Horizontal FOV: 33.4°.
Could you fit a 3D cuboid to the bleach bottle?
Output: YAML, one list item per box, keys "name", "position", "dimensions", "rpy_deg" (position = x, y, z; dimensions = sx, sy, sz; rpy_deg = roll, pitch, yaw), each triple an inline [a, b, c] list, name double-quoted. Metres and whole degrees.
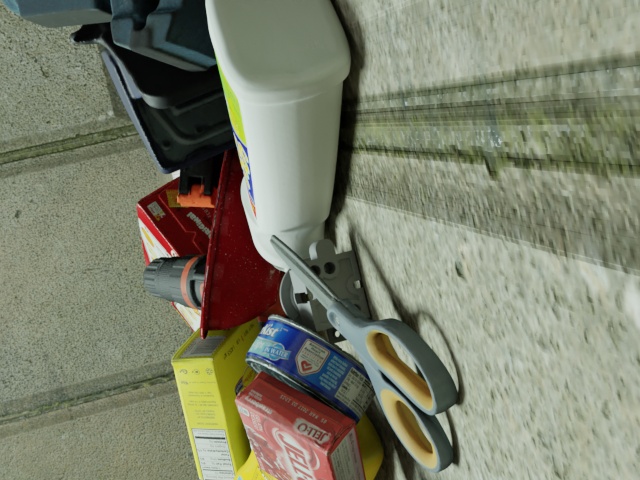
- name: "bleach bottle"
  position: [-0.023, -0.051, 0.669]
  dimensions: [0.251, 0.068, 0.102]
  rpy_deg: [88, 165, -56]

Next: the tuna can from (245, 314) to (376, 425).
- name: "tuna can"
  position: [-0.005, 0.085, 0.688]
  dimensions: [0.086, 0.033, 0.086]
  rpy_deg: [30, 166, 8]

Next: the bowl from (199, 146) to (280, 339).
- name: "bowl"
  position: [-0.055, 0.001, 0.838]
  dimensions: [0.162, 0.055, 0.162]
  rpy_deg: [-174, 92, -88]

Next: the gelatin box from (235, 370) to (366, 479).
- name: "gelatin box"
  position: [-0.011, 0.130, 0.670]
  dimensions: [0.073, 0.030, 0.089]
  rpy_deg: [26, 148, 29]

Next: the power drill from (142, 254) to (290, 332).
- name: "power drill"
  position: [-0.080, 0.101, 0.979]
  dimensions: [0.185, 0.057, 0.187]
  rpy_deg: [5, 117, 43]

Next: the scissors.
- name: "scissors"
  position: [0.022, 0.063, 0.606]
  dimensions: [0.202, 0.016, 0.096]
  rpy_deg: [30, 140, 62]

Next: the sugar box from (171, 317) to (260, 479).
- name: "sugar box"
  position: [-0.070, 0.156, 0.892]
  dimensions: [0.093, 0.048, 0.176]
  rpy_deg: [-49, -50, -60]

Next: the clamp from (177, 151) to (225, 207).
- name: "clamp"
  position: [-0.089, -0.117, 0.866]
  dimensions: [0.164, 0.036, 0.210]
  rpy_deg: [89, -176, -45]

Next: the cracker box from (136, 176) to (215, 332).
- name: "cracker box"
  position: [-0.117, 0.042, 1.138]
  dimensions: [0.164, 0.072, 0.214]
  rpy_deg: [51, 163, 12]
